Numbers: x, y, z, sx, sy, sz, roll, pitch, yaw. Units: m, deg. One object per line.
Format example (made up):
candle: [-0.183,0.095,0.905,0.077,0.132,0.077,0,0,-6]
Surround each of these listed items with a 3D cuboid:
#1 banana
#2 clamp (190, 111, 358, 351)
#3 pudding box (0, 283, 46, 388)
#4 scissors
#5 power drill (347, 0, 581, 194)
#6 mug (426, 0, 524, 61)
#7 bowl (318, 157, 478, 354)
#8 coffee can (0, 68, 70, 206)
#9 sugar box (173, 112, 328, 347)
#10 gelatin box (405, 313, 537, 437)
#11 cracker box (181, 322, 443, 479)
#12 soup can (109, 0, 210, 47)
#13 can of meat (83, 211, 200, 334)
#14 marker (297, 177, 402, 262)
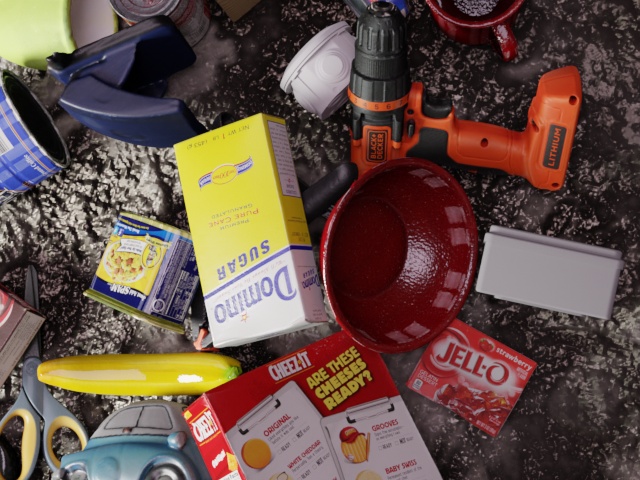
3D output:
banana: [-0.148,0.115,0.939,0.198,0.069,0.037,-4,68,18]
clamp: [-0.056,0.001,0.929,0.165,0.036,0.210,17,91,37]
pudding box: [-0.315,0.091,0.963,0.090,0.039,0.113,29,86,27]
scissors: [-0.245,0.128,0.975,0.096,0.016,0.201,14,75,-8]
power drill: [0.116,-0.110,0.883,0.187,0.184,0.057,5,43,6]
mug: [0.139,-0.207,0.918,0.093,0.081,0.117,-29,82,5]
bowl: [0.055,0.010,0.888,0.161,0.055,0.162,-5,100,-33]
coffee can: [-0.313,-0.074,0.959,0.140,0.102,0.103,-31,82,4]
sugar box: [-0.059,-0.007,0.883,0.093,0.048,0.176,-17,78,26]
gelatin box: [0.129,0.115,0.918,0.089,0.030,0.073,30,90,9]
cracker box: [0.008,0.197,0.868,0.163,0.072,0.214,-21,77,-33]
soup can: [-0.141,-0.212,0.947,0.068,0.102,0.068,-1,85,8]
can of meat: [-0.150,0.026,0.937,0.102,0.057,0.084,17,85,42]
marker: [0.018,-0.020,0.951,0.121,0.020,0.020,33,90,9]
